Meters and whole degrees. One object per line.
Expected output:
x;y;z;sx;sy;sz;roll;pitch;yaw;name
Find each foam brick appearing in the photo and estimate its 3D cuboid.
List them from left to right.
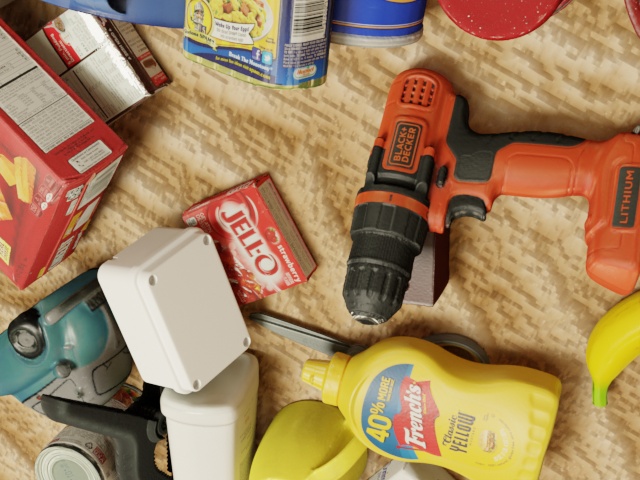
0.065;0.002;0.782;0.053;0.051;0.078;7;115;18;foam brick

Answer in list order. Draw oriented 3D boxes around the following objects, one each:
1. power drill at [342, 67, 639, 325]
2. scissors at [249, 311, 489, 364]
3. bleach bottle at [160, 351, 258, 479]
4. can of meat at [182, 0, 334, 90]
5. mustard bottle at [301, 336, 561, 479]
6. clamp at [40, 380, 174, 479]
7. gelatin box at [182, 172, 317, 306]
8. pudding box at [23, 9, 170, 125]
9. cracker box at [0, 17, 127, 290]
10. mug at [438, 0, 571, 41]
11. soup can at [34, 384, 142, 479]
0.116;-0.019;0.700;0.188;0.057;0.184;11;72;10;power drill
0.047;0.083;0.846;0.202;0.016;0.096;34;119;3;scissors
-0.088;0.223;0.910;0.068;0.102;0.251;6;114;11;bleach bottle
-0.038;-0.144;0.641;0.102;0.057;0.084;26;123;35;can of meat
0.078;0.124;0.808;0.192;0.058;0.096;15;114;12;mustard bottle
-0.139;0.138;0.897;0.036;0.164;0.210;14;141;31;clamp
-0.056;0.001;0.839;0.073;0.030;0.089;-21;105;28;gelatin box
-0.186;-0.129;0.827;0.114;0.039;0.090;-26;105;31;pudding box
-0.264;-0.086;0.819;0.214;0.072;0.164;45;140;3;cracker box
0.128;-0.171;0.662;0.117;0.081;0.093;5;115;18;mug
-0.193;0.179;0.931;0.069;0.102;0.068;8;116;17;soup can
